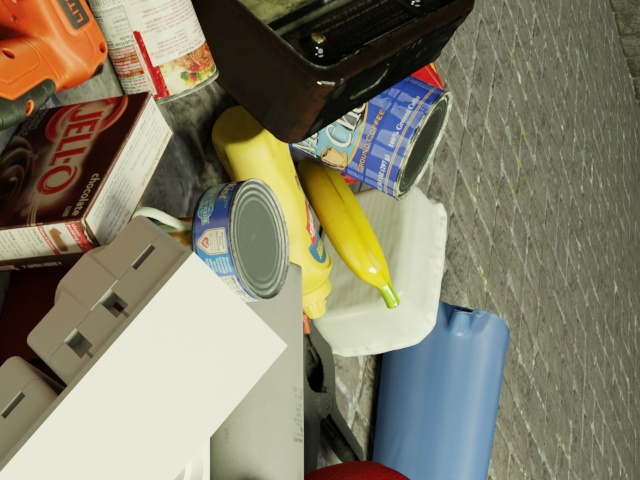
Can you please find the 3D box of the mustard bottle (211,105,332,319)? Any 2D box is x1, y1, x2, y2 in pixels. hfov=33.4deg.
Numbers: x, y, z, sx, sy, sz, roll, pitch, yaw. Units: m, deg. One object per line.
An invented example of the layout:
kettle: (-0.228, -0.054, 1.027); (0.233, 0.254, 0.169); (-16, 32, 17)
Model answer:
mustard bottle: (-0.033, -0.016, 0.891); (0.096, 0.058, 0.191); (-103, 174, -63)

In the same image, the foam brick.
foam brick: (-0.152, 0.048, 0.627); (0.053, 0.051, 0.078); (50, 39, -48)

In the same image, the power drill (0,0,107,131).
power drill: (-0.200, -0.108, 0.567); (0.184, 0.057, 0.187); (66, 31, -27)

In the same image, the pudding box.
pudding box: (-0.146, -0.035, 0.618); (0.039, 0.090, 0.113); (61, 33, -40)

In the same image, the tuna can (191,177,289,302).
tuna can: (-0.055, 0.001, 0.744); (0.086, 0.034, 0.086); (-7, 90, -66)

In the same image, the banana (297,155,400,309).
banana: (0.013, -0.024, 0.933); (0.069, 0.037, 0.198); (76, -10, -47)

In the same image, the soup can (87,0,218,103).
soup can: (-0.120, -0.152, 0.738); (0.068, 0.069, 0.102); (-56, 132, -55)

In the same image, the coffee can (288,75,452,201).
coffee can: (0.028, -0.109, 0.920); (0.102, 0.140, 0.103); (-57, 165, -25)

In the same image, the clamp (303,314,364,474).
clamp: (-0.003, 0.146, 0.937); (0.120, 0.039, 0.171); (-12, 98, -66)

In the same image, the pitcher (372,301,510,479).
pitcher: (0.115, 0.196, 1.093); (0.149, 0.145, 0.242); (39, 51, -40)
